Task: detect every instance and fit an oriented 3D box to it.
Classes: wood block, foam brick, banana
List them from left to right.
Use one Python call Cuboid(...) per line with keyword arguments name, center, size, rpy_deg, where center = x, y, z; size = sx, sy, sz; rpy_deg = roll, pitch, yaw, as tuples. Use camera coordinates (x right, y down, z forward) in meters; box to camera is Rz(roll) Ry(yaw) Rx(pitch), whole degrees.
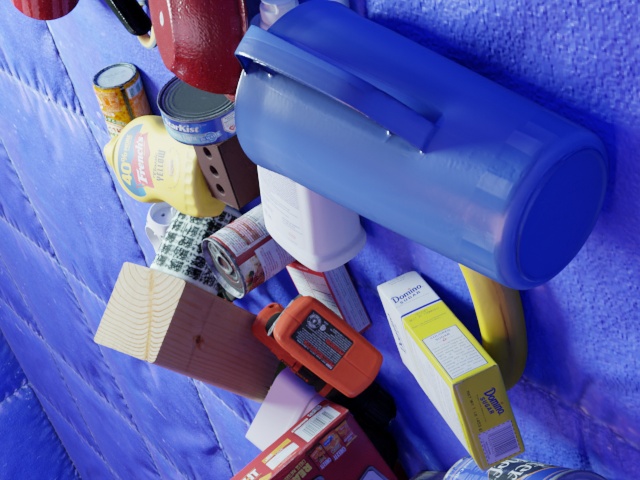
Cuboid(name="wood block", center=(-0.133, 0.103, 1.157), size=(0.090, 0.091, 0.205), rpy_deg=(15, 169, 34))
Cuboid(name="foam brick", center=(-0.087, -0.081, 1.068), size=(0.053, 0.051, 0.078), rpy_deg=(27, 143, 47))
Cuboid(name="banana", center=(0.136, 0.055, 0.849), size=(0.070, 0.037, 0.198), rpy_deg=(-128, 16, -61))

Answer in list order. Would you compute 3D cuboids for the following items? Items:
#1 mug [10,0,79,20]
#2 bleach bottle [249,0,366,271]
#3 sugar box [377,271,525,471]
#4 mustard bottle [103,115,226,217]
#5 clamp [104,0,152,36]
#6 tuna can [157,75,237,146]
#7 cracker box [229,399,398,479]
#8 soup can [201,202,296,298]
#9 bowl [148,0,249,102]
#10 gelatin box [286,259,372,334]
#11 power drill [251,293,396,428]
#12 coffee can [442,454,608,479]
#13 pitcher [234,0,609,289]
Cuboid(name="mug", center=(-0.302, -0.303, 1.158), size=(0.082, 0.093, 0.117), rpy_deg=(121, 144, -69))
Cuboid(name="bleach bottle", center=(-0.017, -0.095, 0.907), size=(0.103, 0.068, 0.251), rpy_deg=(38, 149, 37))
Cuboid(name="sugar box", center=(0.105, 0.103, 0.888), size=(0.176, 0.048, 0.093), rpy_deg=(-121, 9, -61))
Cuboid(name="mustard bottle", center=(-0.175, -0.087, 1.164), size=(0.192, 0.058, 0.096), rpy_deg=(15, 104, 44))
Cuboid(name="clamp", center=(-0.238, -0.312, 1.049), size=(0.210, 0.036, 0.165), rpy_deg=(36, 139, 31))
Cuboid(name="tuna can", center=(-0.108, -0.127, 1.007), size=(0.086, 0.086, 0.034), rpy_deg=(36, 151, 38))
Cuboid(name="cracker box", center=(0.011, 0.298, 1.109), size=(0.213, 0.164, 0.072), rpy_deg=(56, 164, -18))
Cuboid(name="soup can", center=(-0.057, 0.001, 1.054), size=(0.069, 0.102, 0.068), rpy_deg=(42, 153, 27))
Cuboid(name="bowl", center=(-0.108, -0.192, 0.893), size=(0.162, 0.055, 0.162), rpy_deg=(168, 90, -73))
Cuboid(name="gelatin box", center=(0.008, 0.052, 1.088), size=(0.073, 0.030, 0.089), rpy_deg=(16, 138, 55))
Cuboid(name="power drill", center=(0.011, 0.125, 1.077), size=(0.184, 0.057, 0.188), rpy_deg=(37, 167, 2))
Cuboid(name="coffee can", center=(0.179, 0.241, 0.920), size=(0.103, 0.102, 0.141), rpy_deg=(60, 156, -10))
Cuboid(name="pitcher", center=(0.059, -0.067, 0.710), size=(0.243, 0.149, 0.145), rpy_deg=(31, 136, 37))
